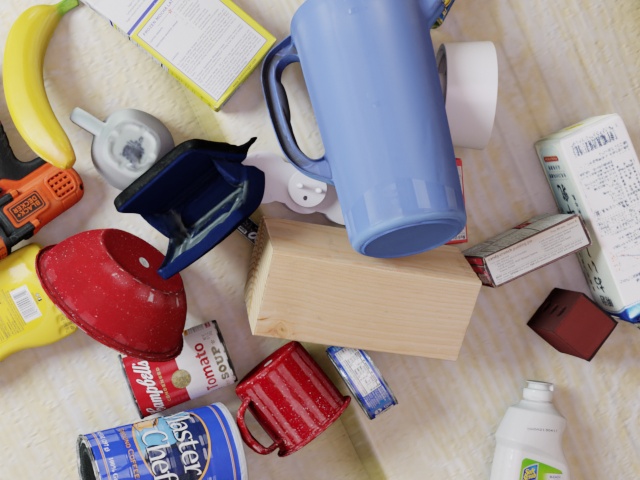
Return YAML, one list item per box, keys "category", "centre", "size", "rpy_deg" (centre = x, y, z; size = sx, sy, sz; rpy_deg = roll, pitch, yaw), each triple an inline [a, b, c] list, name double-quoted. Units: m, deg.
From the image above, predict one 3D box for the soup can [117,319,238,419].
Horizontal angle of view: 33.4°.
- category: "soup can"
  centre: [-0.139, 0.126, 1.048]
  size: [0.102, 0.068, 0.068]
  rpy_deg: [-20, 96, -8]

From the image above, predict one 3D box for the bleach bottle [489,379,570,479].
- category: "bleach bottle"
  centre: [0.223, 0.273, 1.114]
  size: [0.102, 0.068, 0.251]
  rpy_deg: [7, 87, -23]

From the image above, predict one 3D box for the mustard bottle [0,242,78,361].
- category: "mustard bottle"
  centre: [-0.335, 0.084, 1.020]
  size: [0.191, 0.058, 0.096]
  rpy_deg: [-27, 101, -7]

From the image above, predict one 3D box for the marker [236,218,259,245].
- category: "marker"
  centre: [-0.057, 0.001, 1.079]
  size: [0.121, 0.020, 0.020]
  rpy_deg: [41, 86, -8]

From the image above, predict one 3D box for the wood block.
- category: "wood block"
  centre: [0.038, 0.047, 1.040]
  size: [0.206, 0.090, 0.091]
  rpy_deg: [9, 113, -14]

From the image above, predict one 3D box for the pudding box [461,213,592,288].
- category: "pudding box"
  centre: [0.205, 0.010, 1.083]
  size: [0.113, 0.090, 0.039]
  rpy_deg: [-26, 96, -7]

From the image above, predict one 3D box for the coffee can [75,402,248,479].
- category: "coffee can"
  centre: [-0.151, 0.220, 1.017]
  size: [0.140, 0.103, 0.103]
  rpy_deg: [-10, 95, -23]

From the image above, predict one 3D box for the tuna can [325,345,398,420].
- category: "tuna can"
  centre: [0.041, 0.136, 1.067]
  size: [0.033, 0.086, 0.086]
  rpy_deg: [-33, 97, -4]

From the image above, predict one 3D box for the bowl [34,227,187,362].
- category: "bowl"
  centre: [-0.180, 0.038, 0.986]
  size: [0.162, 0.162, 0.055]
  rpy_deg: [37, 106, -9]

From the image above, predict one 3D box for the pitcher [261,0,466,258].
- category: "pitcher"
  centre: [0.048, -0.109, 0.997]
  size: [0.144, 0.149, 0.243]
  rpy_deg: [0, 69, -31]

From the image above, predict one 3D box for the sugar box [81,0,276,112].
- category: "sugar box"
  centre: [-0.140, -0.216, 1.043]
  size: [0.176, 0.048, 0.093]
  rpy_deg: [40, 86, -5]

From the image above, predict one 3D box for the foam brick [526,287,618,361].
- category: "foam brick"
  centre: [0.259, 0.085, 1.102]
  size: [0.051, 0.078, 0.053]
  rpy_deg: [38, 85, -8]

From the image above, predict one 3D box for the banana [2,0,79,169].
- category: "banana"
  centre: [-0.263, -0.151, 0.996]
  size: [0.070, 0.037, 0.198]
  rpy_deg: [-10, 64, 9]

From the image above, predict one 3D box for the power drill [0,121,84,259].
- category: "power drill"
  centre: [-0.339, -0.067, 0.989]
  size: [0.184, 0.057, 0.187]
  rpy_deg: [-39, 100, -30]

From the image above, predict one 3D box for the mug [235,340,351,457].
- category: "mug"
  centre: [-0.038, 0.160, 1.049]
  size: [0.081, 0.093, 0.117]
  rpy_deg: [52, 54, -3]
